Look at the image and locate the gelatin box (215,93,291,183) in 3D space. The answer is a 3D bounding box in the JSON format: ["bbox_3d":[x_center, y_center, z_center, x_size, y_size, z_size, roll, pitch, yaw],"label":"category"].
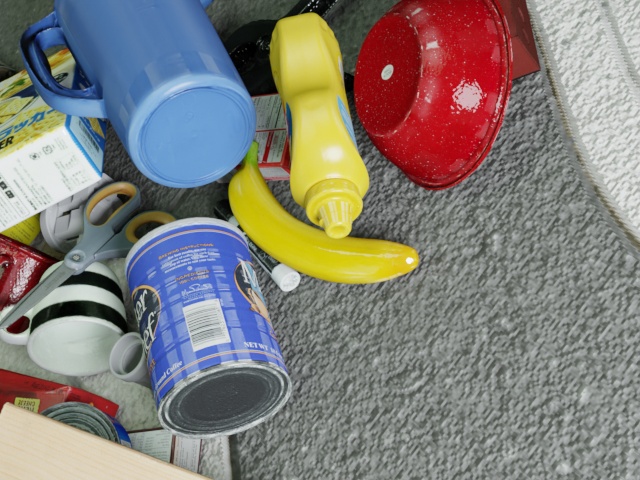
[{"bbox_3d":[-0.053,-0.089,0.934,0.089,0.030,0.073,-1,65,32],"label":"gelatin box"}]

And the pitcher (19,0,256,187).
[{"bbox_3d":[-0.153,-0.150,0.924,0.149,0.144,0.243,-50,42,17],"label":"pitcher"}]

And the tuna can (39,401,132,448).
[{"bbox_3d":[-0.188,0.169,0.819,0.086,0.033,0.086,-4,71,11],"label":"tuna can"}]

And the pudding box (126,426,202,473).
[{"bbox_3d":[-0.143,0.205,0.837,0.090,0.039,0.113,-11,62,29],"label":"pudding box"}]

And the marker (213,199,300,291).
[{"bbox_3d":[-0.056,0.001,0.896,0.020,0.020,0.121,-48,49,4],"label":"marker"}]

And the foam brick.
[{"bbox_3d":[0.133,-0.166,0.830,0.051,0.053,0.078,-20,58,25],"label":"foam brick"}]

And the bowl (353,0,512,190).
[{"bbox_3d":[0.071,-0.120,0.797,0.162,0.055,0.162,-11,78,59],"label":"bowl"}]

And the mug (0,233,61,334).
[{"bbox_3d":[-0.285,0.044,0.974,0.093,0.117,0.081,24,86,7],"label":"mug"}]

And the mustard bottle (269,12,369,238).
[{"bbox_3d":[0.000,-0.079,0.810,0.058,0.096,0.191,-11,50,1],"label":"mustard bottle"}]

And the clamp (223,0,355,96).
[{"bbox_3d":[-0.034,-0.179,0.960,0.172,0.039,0.120,-4,66,33],"label":"clamp"}]

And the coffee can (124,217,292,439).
[{"bbox_3d":[-0.089,0.067,0.829,0.103,0.102,0.140,-33,52,16],"label":"coffee can"}]

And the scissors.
[{"bbox_3d":[-0.187,0.020,0.910,0.096,0.016,0.201,18,44,3],"label":"scissors"}]

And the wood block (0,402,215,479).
[{"bbox_3d":[-0.129,0.193,0.738,0.206,0.090,0.091,18,77,8],"label":"wood block"}]

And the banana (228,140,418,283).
[{"bbox_3d":[-0.012,-0.010,0.846,0.198,0.037,0.070,35,105,30],"label":"banana"}]
